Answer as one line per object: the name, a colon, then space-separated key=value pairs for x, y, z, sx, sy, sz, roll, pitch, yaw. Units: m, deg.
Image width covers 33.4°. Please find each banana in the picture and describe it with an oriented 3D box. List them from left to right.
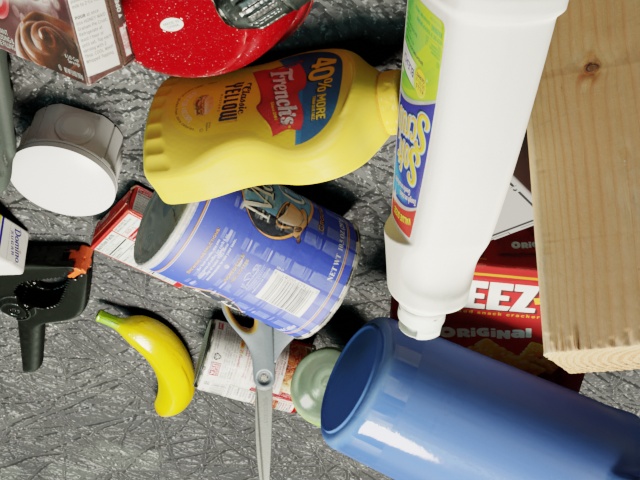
banana: x=-0.158 y=0.125 z=1.061 sx=0.070 sy=0.037 sz=0.198 roll=15 pitch=146 yaw=23

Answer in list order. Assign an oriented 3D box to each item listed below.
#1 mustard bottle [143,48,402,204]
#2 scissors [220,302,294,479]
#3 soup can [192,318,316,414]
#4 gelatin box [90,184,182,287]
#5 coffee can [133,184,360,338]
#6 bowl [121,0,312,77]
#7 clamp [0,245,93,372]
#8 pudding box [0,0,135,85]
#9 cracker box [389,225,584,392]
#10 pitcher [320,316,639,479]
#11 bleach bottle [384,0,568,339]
mustard bottle: x=-0.017 y=-0.079 z=0.694 sx=0.192 sy=0.096 sz=0.058 roll=-6 pitch=141 yaw=19
scissors: x=-0.031 y=0.105 z=0.914 sx=0.096 sy=0.202 sz=0.016 roll=-15 pitch=-174 yaw=1
soup can: x=-0.062 y=0.118 z=0.997 sx=0.102 sy=0.068 sz=0.069 roll=16 pitch=144 yaw=-8
gelatin box: x=-0.134 y=-0.002 z=0.883 sx=0.089 sy=0.030 sz=0.073 roll=27 pitch=142 yaw=-23
coffee can: x=-0.055 y=0.001 z=0.808 sx=0.140 sy=0.102 sz=0.103 roll=27 pitch=140 yaw=-23
bowl: x=-0.085 y=-0.151 z=0.649 sx=0.162 sy=0.055 sz=0.162 roll=7 pitch=144 yaw=5
clamp: x=-0.287 y=0.049 z=0.981 sx=0.164 sy=0.036 sz=0.210 roll=31 pitch=137 yaw=-27
pudding box: x=-0.160 y=-0.148 z=0.619 sx=0.114 sy=0.039 sz=0.090 roll=24 pitch=135 yaw=41
cracker box: x=0.140 y=0.062 z=0.873 sx=0.164 sy=0.072 sz=0.214 roll=4 pitch=143 yaw=6
pitcher: x=0.123 y=0.155 z=0.845 sx=0.242 sy=0.145 sz=0.149 roll=26 pitch=124 yaw=-14
bleach bottle: x=0.076 y=-0.043 z=0.619 sx=0.068 sy=0.102 sz=0.251 roll=-3 pitch=124 yaw=-12
